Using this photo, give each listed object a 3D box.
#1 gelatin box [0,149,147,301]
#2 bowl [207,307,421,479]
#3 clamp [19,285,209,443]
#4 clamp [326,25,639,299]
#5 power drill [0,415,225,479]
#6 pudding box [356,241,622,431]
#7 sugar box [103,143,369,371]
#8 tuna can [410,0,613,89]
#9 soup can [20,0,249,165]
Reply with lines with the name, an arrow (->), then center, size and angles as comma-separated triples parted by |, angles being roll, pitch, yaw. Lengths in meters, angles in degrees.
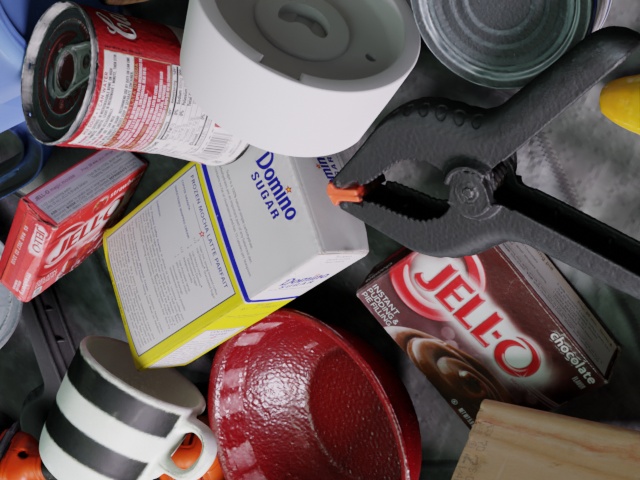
gelatin box -> -0.151, -0.012, 0.647 | 0.030, 0.089, 0.073 | 39, 132, 5
bowl -> 0.005, 0.112, 0.633 | 0.162, 0.055, 0.162 | 15, 111, 42
clamp -> -0.164, 0.130, 0.783 | 0.164, 0.036, 0.210 | 29, 129, 11
clamp -> 0.082, -0.020, 0.486 | 0.172, 0.039, 0.120 | -10, 104, 43
power drill -> -0.134, 0.195, 0.763 | 0.188, 0.057, 0.184 | -2, 128, 13
pudding box -> 0.088, 0.042, 0.564 | 0.113, 0.039, 0.090 | 49, 131, -4
sugar box -> -0.054, 0.001, 0.603 | 0.177, 0.048, 0.093 | -31, 70, 39
tuna can -> 0.083, -0.111, 0.471 | 0.086, 0.033, 0.086 | 16, 126, 23
soup can -> -0.087, -0.075, 0.531 | 0.069, 0.102, 0.068 | -7, 81, 48
